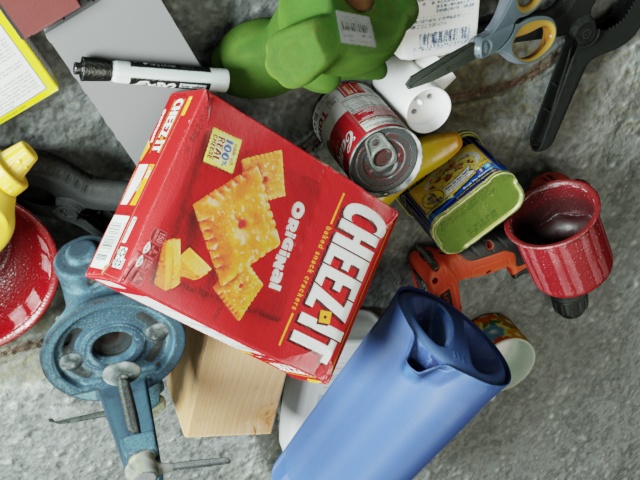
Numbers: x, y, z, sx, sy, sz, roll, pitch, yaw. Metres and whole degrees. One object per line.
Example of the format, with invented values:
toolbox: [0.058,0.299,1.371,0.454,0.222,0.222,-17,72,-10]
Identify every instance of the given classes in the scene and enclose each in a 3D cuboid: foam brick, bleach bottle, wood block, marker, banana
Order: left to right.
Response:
foam brick: [-0.217,-0.195,0.792,0.053,0.078,0.051,-30,128,1]
marker: [-0.130,-0.128,0.826,0.121,0.020,0.020,2,120,-23]
wood block: [-0.079,0.077,1.014,0.090,0.090,0.206,1,121,-23]
bleach bottle: [-0.004,0.190,1.134,0.102,0.068,0.251,1,122,-25]
banana: [0.057,-0.031,1.018,0.198,0.070,0.037,-57,162,9]

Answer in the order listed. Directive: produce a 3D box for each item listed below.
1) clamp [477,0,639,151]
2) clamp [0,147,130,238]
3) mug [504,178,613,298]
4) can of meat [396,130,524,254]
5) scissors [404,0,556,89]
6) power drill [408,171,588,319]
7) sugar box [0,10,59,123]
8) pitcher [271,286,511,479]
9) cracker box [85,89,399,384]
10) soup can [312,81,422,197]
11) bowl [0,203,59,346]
clamp: [0.243,-0.190,1.008,0.210,0.036,0.164,-36,127,2]
clamp: [-0.198,-0.039,0.891,0.171,0.039,0.120,24,141,-26]
mug: [0.239,-0.007,1.038,0.117,0.093,0.081,-59,135,-32]
can of meat: [0.134,-0.045,1.027,0.102,0.084,0.057,-38,127,4]
scissors: [0.140,-0.182,0.894,0.201,0.016,0.096,-15,116,-44]
power drill: [0.194,0.036,1.121,0.187,0.057,0.184,-25,123,-10]
sugar box: [-0.286,-0.166,0.803,0.093,0.048,0.176,-31,123,-1]
pitcher: [0.065,0.172,1.037,0.149,0.145,0.243,26,113,-28]
cracker box: [-0.056,0.001,0.863,0.213,0.072,0.164,30,77,-31]
soup can: [0.039,-0.092,0.947,0.068,0.102,0.068,-11,124,-16]
bowl: [-0.306,0.017,0.904,0.162,0.055,0.162,-10,124,-16]
